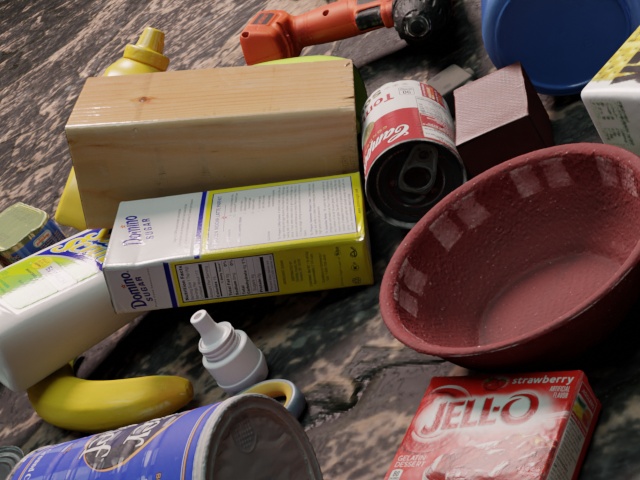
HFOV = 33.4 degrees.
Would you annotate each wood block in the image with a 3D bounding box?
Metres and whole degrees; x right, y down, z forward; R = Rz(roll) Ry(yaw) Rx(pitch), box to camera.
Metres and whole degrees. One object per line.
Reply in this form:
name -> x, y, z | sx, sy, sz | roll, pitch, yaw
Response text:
wood block -> -0.074, -0.073, 0.806 | 0.206, 0.090, 0.091 | -3, 34, 3

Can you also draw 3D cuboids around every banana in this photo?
banana -> -0.164, 0.107, 0.764 | 0.198, 0.037, 0.069 | 8, 52, 53

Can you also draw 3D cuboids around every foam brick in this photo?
foam brick -> 0.123, -0.073, 0.714 | 0.053, 0.051, 0.078 | -22, 30, 21

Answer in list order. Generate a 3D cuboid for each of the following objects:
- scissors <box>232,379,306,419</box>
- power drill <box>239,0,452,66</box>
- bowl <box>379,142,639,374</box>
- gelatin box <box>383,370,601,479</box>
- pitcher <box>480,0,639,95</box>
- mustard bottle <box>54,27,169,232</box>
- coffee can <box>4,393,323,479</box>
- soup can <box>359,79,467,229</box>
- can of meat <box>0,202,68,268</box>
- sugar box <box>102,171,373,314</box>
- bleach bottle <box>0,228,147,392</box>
scissors -> -0.085, 0.120, 0.679 | 0.202, 0.016, 0.096 | 2, 43, 49
power drill -> 0.027, -0.191, 0.951 | 0.188, 0.057, 0.184 | -12, 19, 14
bowl -> 0.114, 0.019, 0.575 | 0.162, 0.055, 0.162 | -27, 29, 16
gelatin box -> 0.081, 0.099, 0.513 | 0.089, 0.030, 0.073 | -8, 38, 41
pitcher -> 0.184, -0.224, 0.794 | 0.145, 0.149, 0.242 | -10, 38, 20
mustard bottle -> -0.178, -0.098, 0.961 | 0.096, 0.058, 0.191 | 11, -82, -78
coffee can -> -0.081, 0.143, 0.546 | 0.141, 0.102, 0.102 | -19, 32, 29
soup can -> 0.063, -0.063, 0.746 | 0.068, 0.068, 0.102 | -27, 29, 15
can of meat -> -0.248, 0.017, 0.947 | 0.057, 0.084, 0.102 | -46, 30, -19
sugar box -> -0.055, 0.001, 0.737 | 0.176, 0.048, 0.093 | -9, 31, 4
bleach bottle -> -0.152, 0.017, 0.827 | 0.250, 0.068, 0.103 | -32, 37, -27
